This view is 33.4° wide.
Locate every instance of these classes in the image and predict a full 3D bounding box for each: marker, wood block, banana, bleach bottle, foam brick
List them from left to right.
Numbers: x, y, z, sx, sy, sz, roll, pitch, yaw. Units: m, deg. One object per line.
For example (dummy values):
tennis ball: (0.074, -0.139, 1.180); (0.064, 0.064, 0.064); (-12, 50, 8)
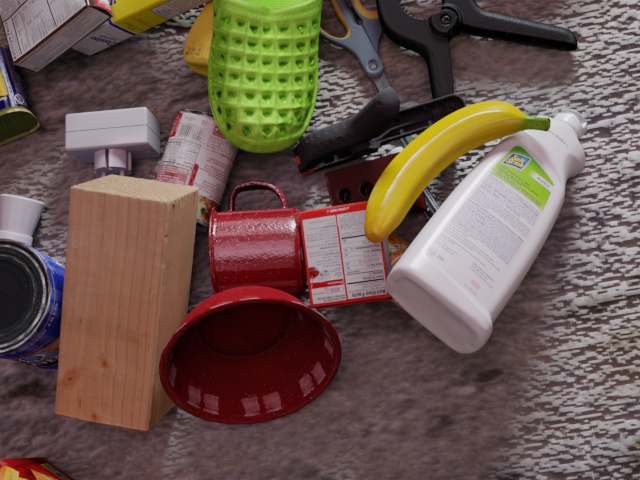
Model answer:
wood block: (-0.172, 0.053, 0.955); (0.090, 0.090, 0.206); (9, 102, 10)
foam brick: (0.051, -0.045, 0.987); (0.078, 0.051, 0.053); (-16, 81, 22)
marker: (0.101, -0.035, 1.005); (0.020, 0.020, 0.121); (-32, 75, 1)
banana: (0.104, -0.070, 0.928); (0.197, 0.037, 0.070); (-35, 37, -13)
bleach bottle: (0.167, -0.023, 0.942); (0.102, 0.068, 0.250); (40, 64, 5)

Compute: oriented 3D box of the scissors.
scissors: (0.063, -0.186, 1.047); (0.096, 0.016, 0.202); (-39, 75, -1)

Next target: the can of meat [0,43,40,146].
can of meat: (-0.346, -0.141, 1.080); (0.102, 0.057, 0.084); (-22, 73, 3)

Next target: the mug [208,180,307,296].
mug: (-0.056, 0.001, 0.988); (0.081, 0.093, 0.117); (-4, 75, 3)

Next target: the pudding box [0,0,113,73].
pudding box: (-0.266, -0.234, 1.056); (0.114, 0.039, 0.090); (-30, 70, 27)

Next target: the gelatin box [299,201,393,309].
gelatin box: (0.024, 0.013, 0.947); (0.073, 0.030, 0.089); (-9, 85, 16)

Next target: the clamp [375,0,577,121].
clamp: (0.116, -0.196, 1.024); (0.210, 0.036, 0.164); (41, 85, 9)

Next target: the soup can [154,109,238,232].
soup can: (-0.121, -0.066, 1.022); (0.068, 0.068, 0.102); (15, 80, 12)

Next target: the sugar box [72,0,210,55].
sugar box: (-0.182, -0.259, 1.057); (0.176, 0.048, 0.093); (-17, 75, 24)

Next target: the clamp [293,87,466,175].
clamp: (0.036, -0.100, 0.974); (0.172, 0.120, 0.039); (-22, 73, 29)

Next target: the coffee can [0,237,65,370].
coffee can: (-0.269, 0.062, 0.979); (0.103, 0.140, 0.103); (-2, 77, 8)

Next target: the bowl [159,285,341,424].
bowl: (-0.065, 0.093, 0.954); (0.162, 0.162, 0.055); (-19, 41, 4)
